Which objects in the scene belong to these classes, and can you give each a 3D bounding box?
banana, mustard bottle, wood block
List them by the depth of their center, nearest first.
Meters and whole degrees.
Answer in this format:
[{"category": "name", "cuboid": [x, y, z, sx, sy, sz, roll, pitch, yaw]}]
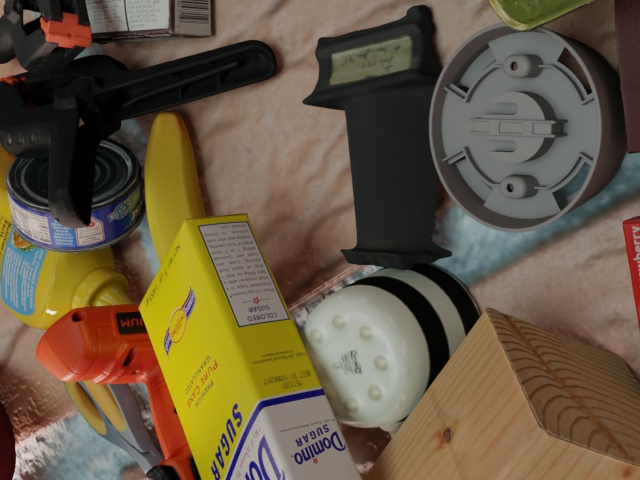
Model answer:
[{"category": "wood block", "cuboid": [0.073, 0.149, 0.530, 0.206, 0.090, 0.091, -58, 24, 25]}, {"category": "banana", "cuboid": [-0.067, 0.015, 0.665, 0.070, 0.037, 0.198, -36, 77, 16]}, {"category": "mustard bottle", "cuboid": [-0.198, 0.007, 0.739, 0.192, 0.058, 0.096, 31, 114, 28]}]

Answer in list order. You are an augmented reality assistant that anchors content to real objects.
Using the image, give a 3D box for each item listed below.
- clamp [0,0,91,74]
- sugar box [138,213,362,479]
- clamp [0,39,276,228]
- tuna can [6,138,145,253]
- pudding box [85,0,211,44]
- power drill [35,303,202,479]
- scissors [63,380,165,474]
[{"category": "clamp", "cuboid": [-0.185, -0.165, 0.688, 0.172, 0.039, 0.120, 26, 117, 53]}, {"category": "sugar box", "cuboid": [-0.041, 0.083, 0.567, 0.093, 0.048, 0.176, -57, 47, 45]}, {"category": "clamp", "cuboid": [-0.134, -0.085, 0.664, 0.210, 0.164, 0.036, 25, 146, 50]}, {"category": "tuna can", "cuboid": [-0.156, -0.032, 0.684, 0.086, 0.086, 0.034, 29, 136, 28]}, {"category": "pudding box", "cuboid": [-0.113, -0.181, 0.664, 0.090, 0.039, 0.113, 5, 98, 37]}, {"category": "power drill", "cuboid": [-0.099, 0.128, 0.625, 0.057, 0.184, 0.188, -42, 64, 32]}, {"category": "scissors", "cuboid": [-0.121, 0.153, 0.730, 0.096, 0.016, 0.202, -19, 101, 58]}]
